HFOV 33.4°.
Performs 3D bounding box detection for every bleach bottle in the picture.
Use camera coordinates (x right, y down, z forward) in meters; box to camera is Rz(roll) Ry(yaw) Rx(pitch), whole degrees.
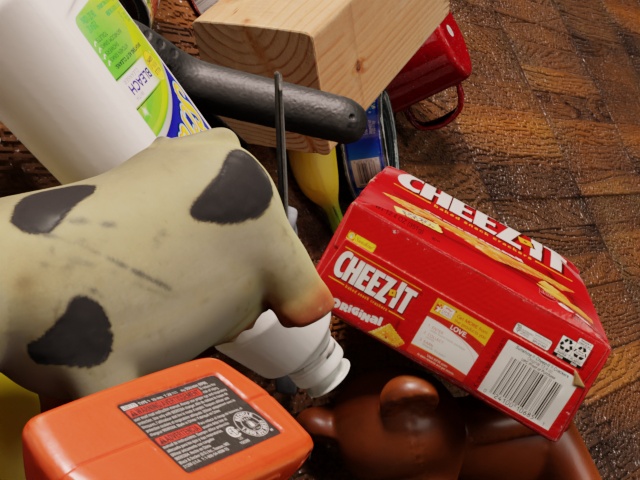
[{"bbox_3d":[-0.070,-0.023,0.532,0.250,0.068,0.102,51,20,-18],"label":"bleach bottle"}]

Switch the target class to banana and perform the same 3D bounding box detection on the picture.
[{"bbox_3d":[-0.003,-0.099,0.816,0.069,0.037,0.197,67,20,-51],"label":"banana"}]

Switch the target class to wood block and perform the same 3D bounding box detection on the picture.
[{"bbox_3d":[0.010,-0.157,0.753,0.205,0.090,0.091,-52,143,-42],"label":"wood block"}]

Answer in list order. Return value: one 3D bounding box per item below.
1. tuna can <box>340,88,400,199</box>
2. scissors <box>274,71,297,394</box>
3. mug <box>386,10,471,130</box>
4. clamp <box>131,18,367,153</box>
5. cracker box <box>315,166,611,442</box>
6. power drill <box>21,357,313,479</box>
[{"bbox_3d":[0.038,-0.075,0.816,0.086,0.034,0.086,-7,90,-79],"label":"tuna can"},{"bbox_3d":[-0.020,0.011,0.596,0.202,0.016,0.096,89,1,-53],"label":"scissors"},{"bbox_3d":[0.082,-0.150,0.916,0.117,0.082,0.093,62,22,-12],"label":"mug"},{"bbox_3d":[-0.086,-0.090,0.604,0.209,0.165,0.036,25,73,-32],"label":"clamp"},{"bbox_3d":[0.089,0.026,0.677,0.164,0.072,0.213,29,13,3],"label":"cracker box"},{"bbox_3d":[-0.088,0.138,0.371,0.057,0.188,0.184,37,27,23],"label":"power drill"}]
